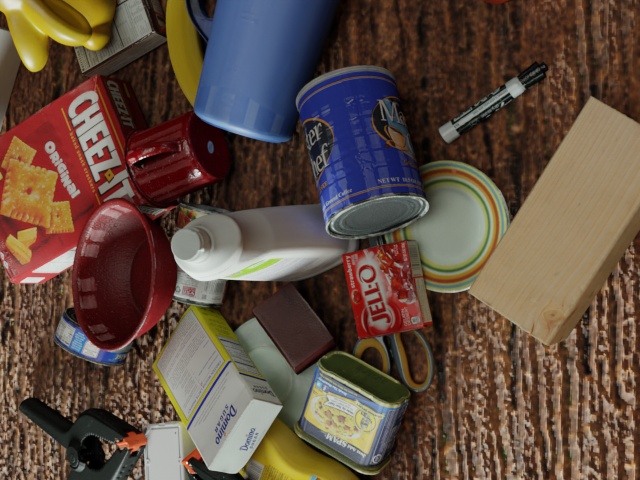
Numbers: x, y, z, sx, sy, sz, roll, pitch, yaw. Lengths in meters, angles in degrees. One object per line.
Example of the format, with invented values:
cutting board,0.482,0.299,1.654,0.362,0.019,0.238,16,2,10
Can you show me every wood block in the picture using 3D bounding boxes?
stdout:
wood block,0.236,-0.016,0.974,0.091,0.090,0.206,35,104,21

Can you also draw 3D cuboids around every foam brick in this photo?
foam brick,-0.027,0.092,1.106,0.053,0.051,0.078,-35,74,-7

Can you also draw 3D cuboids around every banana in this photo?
banana,-0.137,-0.222,1.177,0.070,0.037,0.198,-2,89,24

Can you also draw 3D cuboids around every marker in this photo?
marker,0.170,-0.136,1.044,0.121,0.020,0.020,-34,76,21

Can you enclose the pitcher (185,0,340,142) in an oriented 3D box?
pitcher,-0.058,-0.233,1.094,0.149,0.144,0.243,34,110,58

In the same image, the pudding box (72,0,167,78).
pudding box,-0.235,-0.248,1.222,0.114,0.039,0.090,-25,79,24

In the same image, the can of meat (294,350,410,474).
can of meat,0.033,0.171,1.072,0.102,0.057,0.084,27,115,23

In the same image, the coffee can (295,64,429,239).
coffee can,0.040,-0.085,1.043,0.103,0.102,0.140,-21,69,23

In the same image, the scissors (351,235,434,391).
scissors,0.052,0.067,1.098,0.096,0.016,0.202,-29,78,22

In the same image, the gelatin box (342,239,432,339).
gelatin box,0.066,0.049,1.063,0.073,0.030,0.089,-14,83,28

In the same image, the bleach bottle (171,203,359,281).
bleach bottle,-0.057,0.001,1.020,0.103,0.250,0.068,-27,79,22

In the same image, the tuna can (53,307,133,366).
tuna can,-0.253,0.107,1.200,0.086,0.086,0.034,26,99,23

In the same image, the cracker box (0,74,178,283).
cracker box,-0.291,-0.067,1.226,0.214,0.072,0.164,-28,79,21

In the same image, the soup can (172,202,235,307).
soup can,-0.127,0.015,1.153,0.069,0.068,0.102,14,95,24

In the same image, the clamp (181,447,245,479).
clamp,-0.074,0.283,1.096,0.120,0.039,0.171,-30,99,46

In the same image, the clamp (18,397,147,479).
clamp,-0.267,0.253,1.208,0.210,0.036,0.164,-13,87,42

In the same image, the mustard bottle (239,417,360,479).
mustard bottle,-0.007,0.261,1.097,0.192,0.058,0.096,31,121,21

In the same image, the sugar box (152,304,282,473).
sugar box,-0.111,0.151,1.115,0.093,0.048,0.176,-58,41,14

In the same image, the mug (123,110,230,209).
mug,-0.157,-0.091,1.137,0.082,0.117,0.093,-19,79,27

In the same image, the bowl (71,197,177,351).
bowl,-0.200,0.037,1.135,0.162,0.055,0.162,-7,81,46
